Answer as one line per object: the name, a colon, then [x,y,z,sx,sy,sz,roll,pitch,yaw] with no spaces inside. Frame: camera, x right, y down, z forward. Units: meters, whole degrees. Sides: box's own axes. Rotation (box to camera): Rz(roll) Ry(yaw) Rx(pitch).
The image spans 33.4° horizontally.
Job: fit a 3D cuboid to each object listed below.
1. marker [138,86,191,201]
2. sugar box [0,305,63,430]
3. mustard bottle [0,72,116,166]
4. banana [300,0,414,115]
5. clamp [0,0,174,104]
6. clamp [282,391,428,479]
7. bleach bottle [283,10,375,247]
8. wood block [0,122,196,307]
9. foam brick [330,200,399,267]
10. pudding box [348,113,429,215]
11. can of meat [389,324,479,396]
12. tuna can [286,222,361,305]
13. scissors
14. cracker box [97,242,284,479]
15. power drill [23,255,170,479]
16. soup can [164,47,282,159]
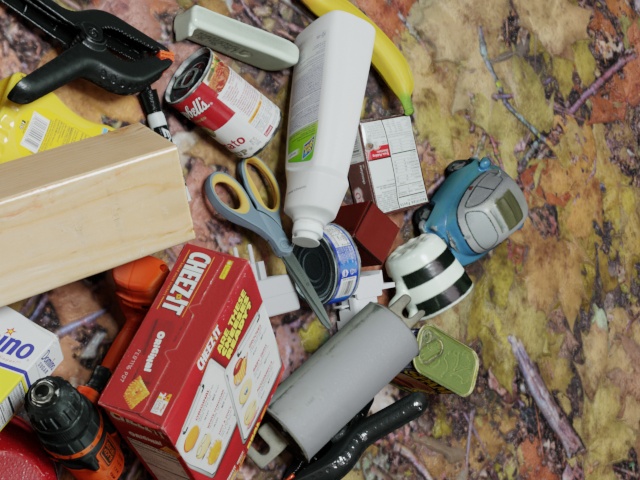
marker: [-0.154,-0.094,1.053,0.020,0.020,0.121,-22,98,-41]
sugar box: [-0.297,0.127,0.848,0.093,0.048,0.176,26,58,15]
mustard bottle: [-0.218,-0.065,0.968,0.191,0.058,0.096,31,66,-33]
banana: [0.049,-0.231,1.226,0.197,0.037,0.069,43,24,-20]
clamp: [-0.225,-0.187,0.977,0.209,0.036,0.164,-4,59,-52]
clamp: [0.024,0.207,1.123,0.171,0.120,0.039,-34,99,-16]
bleach bottle: [-0.001,-0.111,1.120,0.068,0.103,0.251,19,66,-25]
wood block: [-0.221,-0.019,0.886,0.205,0.091,0.090,-20,117,-23]
foam brick: [0.035,-0.004,1.164,0.051,0.078,0.053,42,61,-29]
pudding box: [0.074,-0.087,1.236,0.089,0.039,0.113,-15,95,-42]
can of meat: [0.113,0.137,1.203,0.102,0.084,0.057,31,64,-33]
tuna can: [0.002,0.026,1.124,0.033,0.086,0.086,-11,91,-40]
scissors: [-0.057,0.001,1.079,0.096,0.016,0.202,-2,63,-38]
cracker box: [-0.107,0.128,0.956,0.213,0.072,0.164,76,34,-57]
power drill: [-0.184,0.104,0.919,0.184,0.057,0.187,85,23,-60]
soup can: [-0.097,-0.137,1.077,0.102,0.069,0.068,38,61,-31]
